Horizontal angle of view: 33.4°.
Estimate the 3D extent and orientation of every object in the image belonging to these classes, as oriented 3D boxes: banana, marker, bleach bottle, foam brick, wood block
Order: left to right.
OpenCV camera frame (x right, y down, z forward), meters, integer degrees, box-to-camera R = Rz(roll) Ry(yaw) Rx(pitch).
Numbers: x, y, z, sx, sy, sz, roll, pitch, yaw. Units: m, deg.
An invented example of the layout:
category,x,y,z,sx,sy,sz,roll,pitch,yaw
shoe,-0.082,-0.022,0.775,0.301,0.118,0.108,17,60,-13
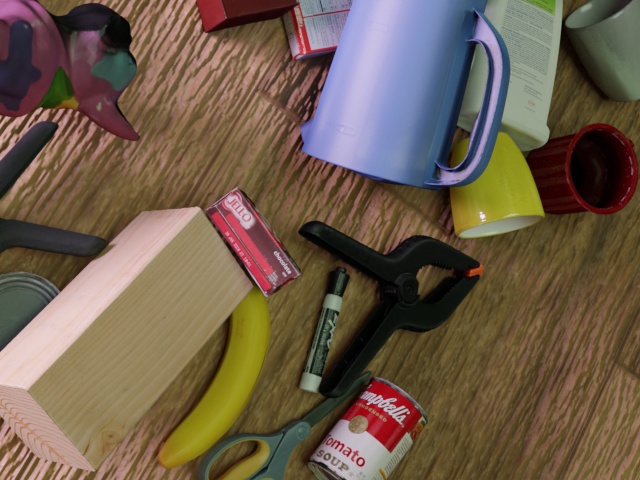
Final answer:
category,x,y,z,sx,sy,sz,roll,pitch,yaw
wood block,-0.161,0.073,0.857,0.205,0.090,0.090,-50,121,-33
banana,-0.087,0.112,0.953,0.069,0.037,0.198,14,77,1
foam brick,-0.069,-0.226,0.971,0.078,0.051,0.053,-18,94,-25
marker,0.005,0.083,1.006,0.020,0.020,0.121,21,78,-23
bleach bottle,0.209,-0.226,1.101,0.102,0.068,0.251,21,76,-21

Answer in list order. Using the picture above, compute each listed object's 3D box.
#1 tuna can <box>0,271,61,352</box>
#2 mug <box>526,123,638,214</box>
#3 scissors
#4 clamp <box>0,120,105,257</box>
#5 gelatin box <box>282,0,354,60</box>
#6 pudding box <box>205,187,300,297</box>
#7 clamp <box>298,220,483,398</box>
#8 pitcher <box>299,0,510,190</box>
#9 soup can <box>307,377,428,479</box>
category,x,y,z,sx,sy,sz,roll,pitch,yaw
tuna can,-0.251,0.069,0.875,0.086,0.034,0.086,2,86,-26
mug,0.275,-0.076,1.111,0.117,0.082,0.093,-33,101,-24
scissors,-0.023,0.196,0.986,0.201,0.016,0.096,-17,106,-34
clamp,-0.271,-0.030,0.867,0.171,0.039,0.120,-11,75,-21
gelatin box,0.008,-0.216,1.021,0.089,0.030,0.073,-15,92,-26
pudding box,-0.056,0.001,0.921,0.039,0.113,0.090,-35,91,-3
clamp,0.068,0.039,1.016,0.209,0.036,0.164,-21,105,-32
pitcher,0.087,-0.169,0.953,0.149,0.145,0.243,14,99,-13
soup can,0.043,0.187,0.990,0.068,0.069,0.102,47,69,-16
